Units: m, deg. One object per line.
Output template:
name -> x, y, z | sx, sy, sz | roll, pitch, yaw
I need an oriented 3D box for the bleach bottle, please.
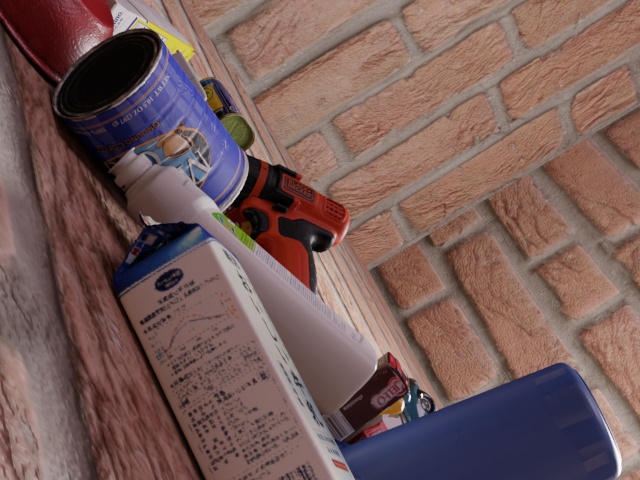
bleach bottle -> -0.065, 0.025, 0.838 | 0.251, 0.068, 0.102 | 45, 0, -8

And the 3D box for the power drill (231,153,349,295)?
power drill -> -0.056, 0.001, 0.968 | 0.184, 0.057, 0.187 | 25, 44, -21

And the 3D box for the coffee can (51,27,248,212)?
coffee can -> -0.137, -0.088, 0.881 | 0.140, 0.103, 0.103 | 55, 6, -40

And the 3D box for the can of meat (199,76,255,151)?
can of meat -> -0.135, -0.125, 1.198 | 0.057, 0.102, 0.084 | 53, 5, -47

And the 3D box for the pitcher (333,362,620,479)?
pitcher -> 0.128, 0.208, 0.906 | 0.145, 0.243, 0.149 | -70, 135, -87

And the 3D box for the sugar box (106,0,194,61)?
sugar box -> -0.204, -0.226, 1.077 | 0.093, 0.048, 0.176 | 44, 11, 17

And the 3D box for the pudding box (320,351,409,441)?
pudding box -> 0.033, 0.158, 1.033 | 0.039, 0.113, 0.090 | 55, 4, 2

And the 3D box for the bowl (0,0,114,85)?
bowl -> -0.226, -0.206, 0.913 | 0.162, 0.055, 0.162 | 56, 10, -16
